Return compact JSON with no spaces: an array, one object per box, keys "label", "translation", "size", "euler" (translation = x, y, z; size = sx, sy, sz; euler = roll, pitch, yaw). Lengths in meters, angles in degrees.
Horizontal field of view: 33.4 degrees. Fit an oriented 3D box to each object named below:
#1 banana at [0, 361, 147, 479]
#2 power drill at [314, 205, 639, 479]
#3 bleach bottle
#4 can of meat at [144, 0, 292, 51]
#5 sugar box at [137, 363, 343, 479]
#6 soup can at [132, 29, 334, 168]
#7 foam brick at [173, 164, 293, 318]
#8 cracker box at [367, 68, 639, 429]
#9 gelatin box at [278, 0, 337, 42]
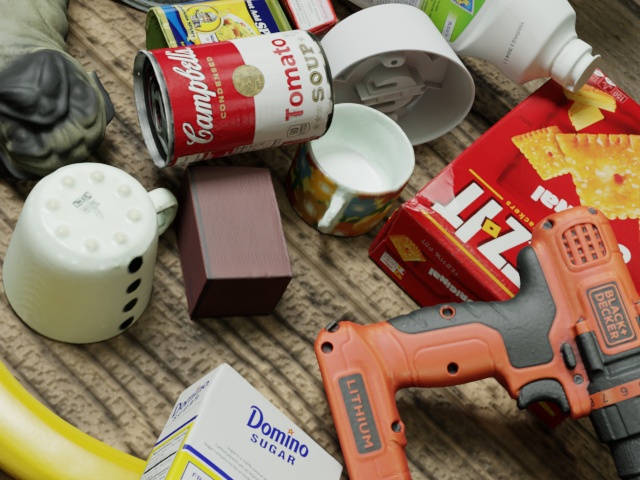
[{"label":"banana","translation":[-0.144,0.093,0.555],"size":[0.198,0.037,0.069],"euler":[42,56,9]},{"label":"power drill","translation":[0.101,0.089,0.588],"size":[0.187,0.057,0.184],"euler":[-17,75,-2]},{"label":"bleach bottle","translation":[0.080,-0.178,0.742],"size":[0.251,0.103,0.068],"euler":[39,57,18]},{"label":"can of meat","translation":[-0.061,-0.113,0.703],"size":[0.083,0.057,0.102],"euler":[-13,64,-24]},{"label":"sugar box","translation":[-0.051,0.149,0.505],"size":[0.093,0.048,0.176],"euler":[44,31,-14]},{"label":"soup can","translation":[-0.051,-0.084,0.625],"size":[0.102,0.069,0.068],"euler":[-12,64,-21]},{"label":"foam brick","translation":[-0.054,0.001,0.636],"size":[0.051,0.053,0.078],"euler":[-2,61,-21]},{"label":"cracker box","translation":[0.164,-0.009,0.707],"size":[0.164,0.072,0.213],"euler":[44,56,11]},{"label":"gelatin box","translation":[-0.021,-0.178,0.729],"size":[0.030,0.073,0.089],"euler":[-23,93,-5]}]
